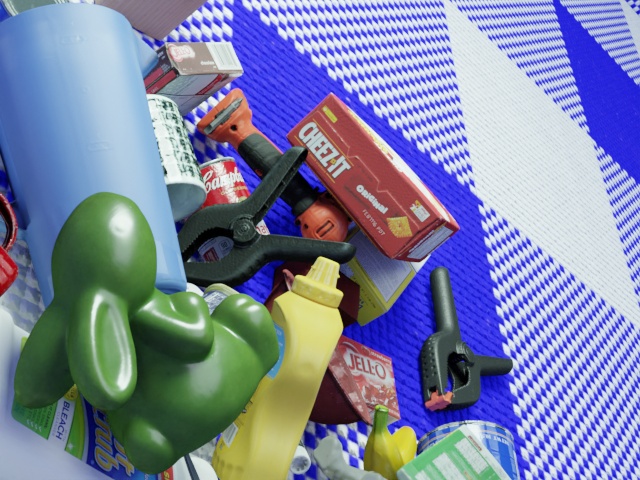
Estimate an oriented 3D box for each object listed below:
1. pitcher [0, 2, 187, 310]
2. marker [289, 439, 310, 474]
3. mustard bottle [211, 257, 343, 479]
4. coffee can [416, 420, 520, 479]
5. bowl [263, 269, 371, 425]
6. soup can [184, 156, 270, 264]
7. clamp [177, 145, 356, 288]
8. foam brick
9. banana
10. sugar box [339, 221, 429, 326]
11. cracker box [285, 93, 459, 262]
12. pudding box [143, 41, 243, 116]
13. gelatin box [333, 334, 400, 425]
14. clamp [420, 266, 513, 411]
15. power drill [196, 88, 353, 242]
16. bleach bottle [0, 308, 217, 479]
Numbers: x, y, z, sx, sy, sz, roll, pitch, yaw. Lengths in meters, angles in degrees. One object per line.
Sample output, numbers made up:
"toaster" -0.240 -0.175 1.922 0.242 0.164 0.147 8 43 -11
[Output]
"pitcher" -0.196 -0.052 0.841 0.144 0.149 0.243 26 44 -65
"marker" -0.031 0.162 0.926 0.020 0.020 0.121 42 6 -24
"mustard bottle" -0.028 0.105 0.855 0.058 0.191 0.096 20 3 -14
"coffee can" 0.152 0.266 1.061 0.102 0.103 0.140 34 38 -35
"bowl" -0.015 0.109 0.975 0.162 0.055 0.162 60 2 -5
"soup can" -0.090 -0.018 1.005 0.068 0.069 0.102 -12 73 -58
"clamp" -0.056 0.001 0.944 0.120 0.171 0.039 55 -6 26
"foam brick" -0.005 0.055 1.077 0.078 0.053 0.051 38 36 -29
"banana" 0.069 0.203 1.013 0.197 0.037 0.069 58 53 -72
"sugar box" 0.062 0.019 1.217 0.093 0.048 0.176 55 27 -4
"cracker box" 0.059 -0.056 1.110 0.164 0.072 0.213 49 8 10
"pudding box" -0.140 -0.154 1.035 0.113 0.090 0.039 -15 77 -59
"gelatin box" 0.040 0.142 1.084 0.089 0.030 0.073 30 40 -39
"clamp" 0.156 0.128 1.260 0.164 0.036 0.209 56 30 -4
"power drill" -0.042 -0.073 1.103 0.187 0.057 0.184 45 4 -7
"bleach bottle" -0.155 0.149 0.764 0.250 0.068 0.102 37 35 -35
